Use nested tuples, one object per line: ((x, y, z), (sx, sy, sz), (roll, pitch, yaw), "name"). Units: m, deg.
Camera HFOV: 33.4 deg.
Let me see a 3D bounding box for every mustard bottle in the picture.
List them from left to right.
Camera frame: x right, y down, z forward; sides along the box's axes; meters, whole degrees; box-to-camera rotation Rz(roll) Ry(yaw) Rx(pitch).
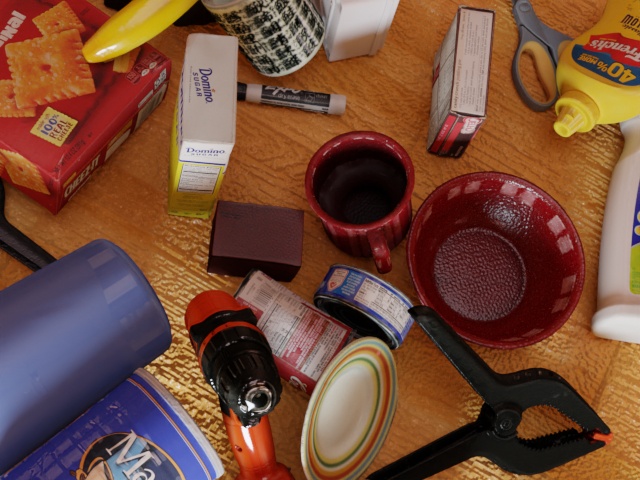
((0.279, -0.165, 1.007), (0.096, 0.058, 0.191), (33, 66, 23), "mustard bottle")

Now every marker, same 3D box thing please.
((-0.037, -0.133, 0.988), (0.121, 0.020, 0.020), (7, 71, -6), "marker")

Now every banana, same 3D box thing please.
((-0.126, -0.219, 0.916), (0.037, 0.070, 0.197), (53, 56, -33), "banana")

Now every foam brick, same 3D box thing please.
((-0.056, 0.001, 0.924), (0.078, 0.051, 0.053), (7, 70, -7), "foam brick")

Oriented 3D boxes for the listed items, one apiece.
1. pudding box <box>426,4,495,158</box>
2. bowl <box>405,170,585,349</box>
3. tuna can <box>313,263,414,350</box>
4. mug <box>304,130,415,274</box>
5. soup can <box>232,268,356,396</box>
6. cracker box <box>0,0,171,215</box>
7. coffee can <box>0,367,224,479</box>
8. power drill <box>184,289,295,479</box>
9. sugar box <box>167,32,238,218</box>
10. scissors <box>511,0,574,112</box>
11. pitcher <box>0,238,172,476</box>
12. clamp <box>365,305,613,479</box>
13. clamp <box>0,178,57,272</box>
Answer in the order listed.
((0.129, -0.144, 0.980), (0.039, 0.090, 0.113), (8, 71, -6), "pudding box")
((0.149, 0.023, 0.947), (0.162, 0.055, 0.162), (3, 72, -8), "bowl")
((0.037, 0.057, 0.902), (0.086, 0.086, 0.033), (31, 72, 2), "tuna can")
((0.041, -0.025, 0.921), (0.093, 0.081, 0.117), (-19, 66, 0), "mug")
((-0.030, 0.077, 0.894), (0.102, 0.068, 0.068), (32, 70, 3), "soup can")
((-0.261, -0.149, 0.917), (0.214, 0.072, 0.164), (35, 59, 3), "cracker box")
((-0.157, 0.177, 0.787), (0.140, 0.103, 0.103), (-38, 81, -19), "coffee can")
((-0.049, 0.142, 0.796), (0.057, 0.184, 0.187), (-15, 109, -10), "power drill")
((-0.100, -0.090, 0.880), (0.048, 0.176, 0.093), (3, 72, -8), "sugar box")
((0.220, -0.222, 1.059), (0.096, 0.016, 0.202), (-1, 73, -11), "scissors")
((-0.236, 0.112, 0.829), (0.242, 0.149, 0.145), (-34, 65, -21), "pitcher")
((0.142, 0.156, 0.897), (0.209, 0.036, 0.164), (18, 100, -15), "clamp")
((-0.305, -0.010, 0.894), (0.120, 0.039, 0.171), (-26, 72, -27), "clamp")
